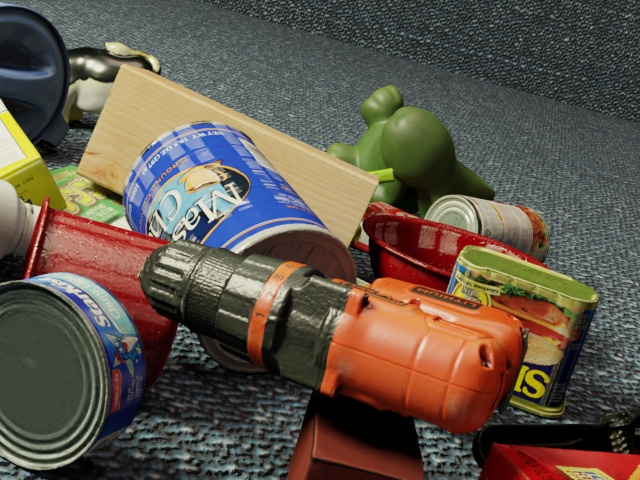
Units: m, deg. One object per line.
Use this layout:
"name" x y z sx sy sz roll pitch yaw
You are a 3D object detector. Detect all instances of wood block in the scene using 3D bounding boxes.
"wood block" -0.066 -0.049 0.819 0.206 0.091 0.090 25 7 1

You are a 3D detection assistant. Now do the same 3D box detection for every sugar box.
"sugar box" -0.240 -0.045 0.724 0.093 0.048 0.176 -29 29 -12

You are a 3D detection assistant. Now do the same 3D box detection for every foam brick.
"foam brick" 0.015 0.111 0.500 0.053 0.051 0.078 16 16 -4

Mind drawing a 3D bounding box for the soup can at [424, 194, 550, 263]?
"soup can" 0.149 -0.003 0.963 0.102 0.068 0.069 7 18 -42

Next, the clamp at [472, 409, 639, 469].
"clamp" 0.156 0.113 0.583 0.120 0.039 0.171 -8 -22 21

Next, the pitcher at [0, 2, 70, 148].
"pitcher" -0.345 -0.164 0.979 0.243 0.149 0.144 24 33 37

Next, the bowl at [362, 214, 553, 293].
"bowl" 0.103 0.032 0.834 0.162 0.055 0.162 15 15 -4

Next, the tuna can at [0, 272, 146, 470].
"tuna can" -0.122 0.058 0.486 0.086 0.086 0.033 22 16 21

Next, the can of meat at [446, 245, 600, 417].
"can of meat" 0.129 0.059 0.720 0.102 0.084 0.057 20 17 13

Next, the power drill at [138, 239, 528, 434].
"power drill" 0.021 0.047 0.552 0.185 0.057 0.187 20 4 24

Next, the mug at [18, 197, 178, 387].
"mug" -0.123 0.029 0.583 0.081 0.093 0.117 16 10 -16

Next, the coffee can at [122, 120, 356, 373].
"coffee can" -0.054 0.001 0.671 0.102 0.103 0.140 5 29 -34
